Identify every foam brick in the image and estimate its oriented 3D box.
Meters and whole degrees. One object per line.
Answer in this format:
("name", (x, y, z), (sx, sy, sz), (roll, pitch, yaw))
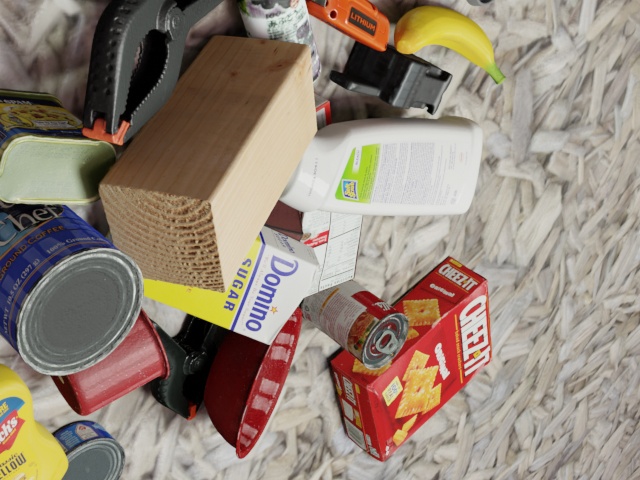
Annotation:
("foam brick", (-0.056, 0.001, 0.989), (0.051, 0.053, 0.078), (15, 127, -22))

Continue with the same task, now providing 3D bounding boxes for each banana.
("banana", (0.124, -0.201, 1.053), (0.197, 0.070, 0.037), (2, 140, -51))

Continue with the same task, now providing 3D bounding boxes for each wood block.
("wood block", (-0.080, -0.067, 0.835), (0.205, 0.090, 0.091), (-64, 156, -43))

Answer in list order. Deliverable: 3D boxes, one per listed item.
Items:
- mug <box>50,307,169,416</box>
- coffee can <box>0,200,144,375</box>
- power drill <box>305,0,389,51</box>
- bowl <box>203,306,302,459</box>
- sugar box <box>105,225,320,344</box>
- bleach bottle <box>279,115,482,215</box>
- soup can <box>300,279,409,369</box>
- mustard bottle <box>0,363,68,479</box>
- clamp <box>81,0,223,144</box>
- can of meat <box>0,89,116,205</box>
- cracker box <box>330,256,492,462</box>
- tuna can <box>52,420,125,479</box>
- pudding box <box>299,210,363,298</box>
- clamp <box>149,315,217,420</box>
("mug", (-0.188, 0.089, 0.906), (0.081, 0.093, 0.117), (-29, 146, -25))
("coffee can", (-0.211, 0.019, 0.783), (0.102, 0.140, 0.103), (-28, 136, -32))
("power drill", (0.062, -0.268, 0.943), (0.184, 0.057, 0.188), (15, 103, -48))
("bowl", (-0.073, 0.133, 1.069), (0.162, 0.055, 0.162), (21, 89, -80))
("sugar box", (-0.096, 0.019, 0.925), (0.176, 0.048, 0.093), (25, 111, -24))
("bleach bottle", (0.042, -0.075, 1.000), (0.250, 0.068, 0.102), (1, 101, -39))
("soup can", (0.035, 0.083, 1.142), (0.068, 0.102, 0.068), (-28, 136, -32))
("mustard bottle", (-0.280, 0.154, 0.880), (0.096, 0.058, 0.191), (-33, 138, -21))
("clamp", (-0.120, -0.169, 0.760), (0.164, 0.036, 0.210), (66, 43, -58))
("can of meat", (-0.210, -0.067, 0.767), (0.101, 0.084, 0.057), (-2, 118, -48))
("cracker box", (0.119, 0.149, 1.313), (0.213, 0.072, 0.164), (-38, 141, -23))
("tuna can", (-0.228, 0.213, 1.004), (0.086, 0.034, 0.086), (-28, 136, -32))
("pudding box", (-0.002, -0.002, 1.062), (0.089, 0.039, 0.113), (-21, 132, -39))
("clamp", (-0.123, 0.101, 1.033), (0.120, 0.039, 0.171), (-33, 146, -29))
